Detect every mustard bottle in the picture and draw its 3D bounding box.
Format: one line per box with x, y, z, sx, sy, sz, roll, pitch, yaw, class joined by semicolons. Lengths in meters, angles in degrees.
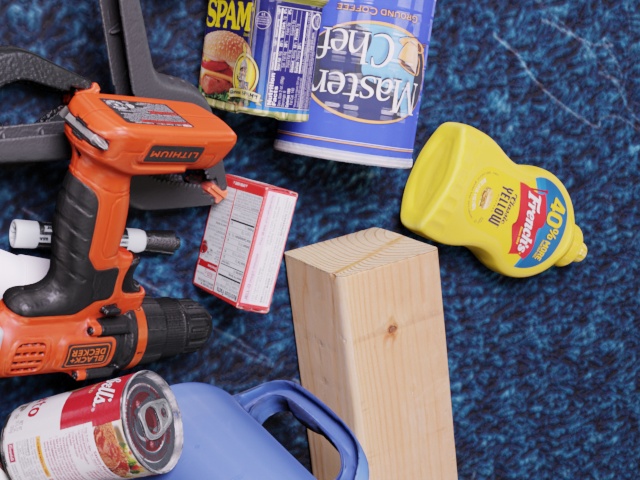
0.160;-0.021;0.907;0.191;0.058;0.096;24;87;-34;mustard bottle

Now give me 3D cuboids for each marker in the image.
-0.153;-0.001;0.740;0.120;0.020;0.020;4;99;-32;marker

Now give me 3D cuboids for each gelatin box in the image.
-0.055;0.001;0.769;0.030;0.073;0.089;11;94;-34;gelatin box

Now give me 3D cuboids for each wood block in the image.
0.042;0.105;0.843;0.090;0.090;0.206;-15;109;-27;wood block

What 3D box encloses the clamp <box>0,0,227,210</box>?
-0.122;-0.088;0.694;0.209;0.036;0.164;32;88;-51;clamp

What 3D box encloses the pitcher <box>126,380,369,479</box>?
-0.039;0.194;0.720;0.144;0.243;0.149;8;102;-37;pitcher

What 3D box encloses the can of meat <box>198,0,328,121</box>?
-0.043;-0.130;0.732;0.057;0.102;0.084;1;102;-32;can of meat

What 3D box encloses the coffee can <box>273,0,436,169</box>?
0.026;-0.128;0.773;0.102;0.103;0.140;4;98;-32;coffee can

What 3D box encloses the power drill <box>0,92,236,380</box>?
-0.120;0.004;0.686;0.184;0.057;0.188;-2;120;-49;power drill

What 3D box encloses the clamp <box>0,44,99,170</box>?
-0.223;-0.069;0.670;0.171;0.039;0.120;-5;104;-27;clamp

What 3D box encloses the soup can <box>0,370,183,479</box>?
-0.152;0.131;0.711;0.068;0.102;0.068;49;32;-46;soup can
